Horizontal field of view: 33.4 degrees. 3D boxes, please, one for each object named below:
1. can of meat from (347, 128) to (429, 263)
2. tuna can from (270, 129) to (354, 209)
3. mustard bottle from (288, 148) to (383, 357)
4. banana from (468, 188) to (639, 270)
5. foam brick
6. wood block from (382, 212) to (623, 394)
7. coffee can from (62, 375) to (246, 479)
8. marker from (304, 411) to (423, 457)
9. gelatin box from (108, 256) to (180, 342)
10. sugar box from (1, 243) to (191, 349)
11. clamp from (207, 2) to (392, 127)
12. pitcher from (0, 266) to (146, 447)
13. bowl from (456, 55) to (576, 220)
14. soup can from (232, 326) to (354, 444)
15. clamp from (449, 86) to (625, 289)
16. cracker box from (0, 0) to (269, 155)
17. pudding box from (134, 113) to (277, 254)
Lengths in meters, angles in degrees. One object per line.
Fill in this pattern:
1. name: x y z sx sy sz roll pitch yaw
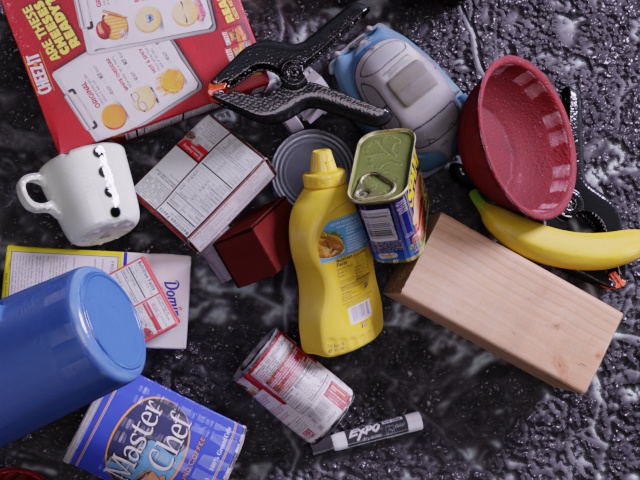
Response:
1. can of meat: 0.067 -0.040 1.001 0.057 0.084 0.102 -5 42 17
2. tuna can: -0.009 -0.066 1.069 0.086 0.034 0.086 0 87 -8
3. mustard bottle: 0.012 0.008 1.021 0.096 0.058 0.191 -21 110 -44
4. banana: 0.241 -0.003 1.051 0.197 0.037 0.069 15 61 -11
5. foam brick: -0.057 0.001 1.028 0.053 0.078 0.051 -23 104 33
6. wood block: 0.178 0.062 1.059 0.206 0.091 0.090 28 83 -5
7. coffee can: -0.154 0.190 1.000 0.140 0.103 0.103 27 83 -6
8. marker: 0.043 0.195 1.069 0.121 0.020 0.020 -13 89 -8
9. gelatin box: -0.186 0.066 0.995 0.089 0.030 0.073 -29 92 -10
10. sugar box: -0.215 0.055 1.029 0.176 0.048 0.093 4 86 -11
11. clamp: -0.020 -0.162 0.997 0.171 0.039 0.120 -2 75 -4
12. pitcher: -0.284 0.108 0.924 0.243 0.149 0.145 -24 82 15
13. bowl: 0.181 -0.093 1.031 0.161 0.055 0.162 15 69 -43
14. soup can: -0.026 0.141 1.038 0.102 0.068 0.068 40 82 -4
15. clamp: 0.255 -0.045 1.103 0.164 0.036 0.210 -41 92 -10
16. cracker box: -0.177 -0.189 1.035 0.213 0.072 0.164 -21 90 -8
17. pudding box: -0.113 -0.056 1.034 0.090 0.039 0.113 40 83 27
